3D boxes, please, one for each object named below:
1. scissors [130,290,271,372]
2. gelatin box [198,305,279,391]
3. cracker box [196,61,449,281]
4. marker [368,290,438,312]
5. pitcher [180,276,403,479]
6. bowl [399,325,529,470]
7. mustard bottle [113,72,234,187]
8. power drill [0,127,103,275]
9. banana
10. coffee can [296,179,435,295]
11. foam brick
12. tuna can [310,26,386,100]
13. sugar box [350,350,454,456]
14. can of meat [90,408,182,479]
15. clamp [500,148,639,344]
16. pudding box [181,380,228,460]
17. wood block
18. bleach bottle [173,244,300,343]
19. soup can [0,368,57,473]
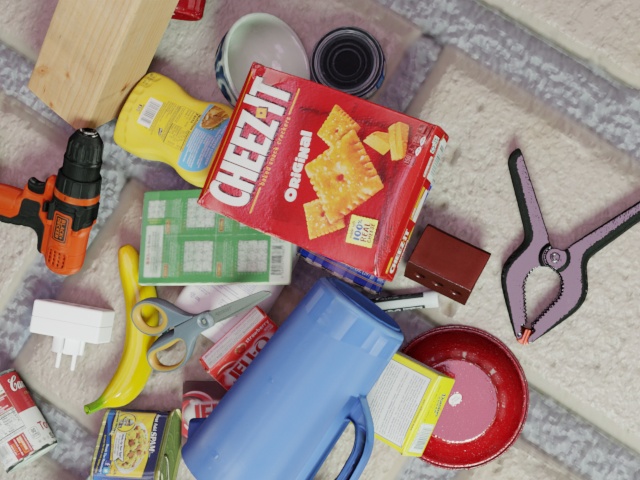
[{"bbox_3d":[-0.139,0.074,1.156,0.096,0.016,0.202,50,126,5],"label":"scissors"},{"bbox_3d":[-0.076,0.126,1.162,0.089,0.073,0.030,-43,39,-4],"label":"gelatin box"},{"bbox_3d":[0.002,-0.072,1.096,0.214,0.072,0.164,22,90,17],"label":"cracker box"},{"bbox_3d":[0.072,0.072,1.203,0.121,0.020,0.020,-7,86,8],"label":"marker"},{"bbox_3d":[-0.017,0.168,1.095,0.149,0.145,0.243,34,96,-15],"label":"pitcher"},{"bbox_3d":[0.148,0.174,1.169,0.162,0.055,0.162,-1,86,8],"label":"bowl"},{"bbox_3d":[-0.135,-0.113,1.205,0.192,0.058,0.096,26,84,21],"label":"mustard bottle"},{"bbox_3d":[-0.340,-0.069,1.224,0.188,0.057,0.185,23,116,12],"label":"power drill"},{"bbox_3d":[-0.216,0.106,1.223,0.037,0.069,0.198,2,79,45],"label":"banana"},{"bbox_3d":[0.049,-0.024,1.169,0.103,0.102,0.140,26,91,9],"label":"coffee can"},{"bbox_3d":[0.139,0.027,1.172,0.078,0.053,0.051,26,70,9],"label":"foam brick"},{"bbox_3d":[0.032,-0.200,1.216,0.086,0.033,0.086,0,87,8],"label":"tuna can"},{"bbox_3d":[0.049,0.153,1.157,0.176,0.048,0.093,26,92,37],"label":"sugar box"},{"bbox_3d":[-0.205,0.239,1.200,0.084,0.057,0.102,1,53,11],"label":"can of meat"},{"bbox_3d":[0.248,0.010,1.172,0.164,0.036,0.210,27,91,8],"label":"clamp"},{"bbox_3d":[-0.101,0.204,1.211,0.113,0.039,0.090,0,86,8],"label":"pudding box"},{"bbox_3d":[-0.235,-0.230,1.175,0.090,0.090,0.206,40,129,8],"label":"wood block"},{"bbox_3d":[-0.058,0.001,1.205,0.102,0.068,0.251,35,90,11],"label":"bleach bottle"},{"bbox_3d":[-0.358,0.209,1.234,0.068,0.068,0.102,-33,83,5],"label":"soup can"}]
